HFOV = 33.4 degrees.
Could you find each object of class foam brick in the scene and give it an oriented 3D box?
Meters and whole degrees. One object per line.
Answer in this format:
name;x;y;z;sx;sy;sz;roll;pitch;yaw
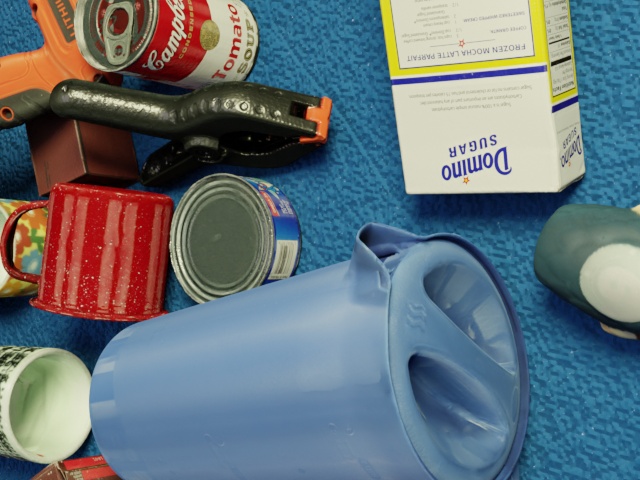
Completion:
foam brick;-0.171;-0.073;0.758;0.053;0.051;0.078;-21;77;34

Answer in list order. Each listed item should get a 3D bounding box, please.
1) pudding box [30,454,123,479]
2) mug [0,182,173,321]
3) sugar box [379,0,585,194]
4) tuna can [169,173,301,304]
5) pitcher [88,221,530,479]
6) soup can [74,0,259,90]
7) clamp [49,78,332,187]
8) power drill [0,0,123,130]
pudding box;-0.171;0.184;0.728;0.114;0.089;0.039;-37;66;30
mug;-0.154;0.005;0.709;0.117;0.093;0.081;7;93;0
sugar box;0.081;-0.113;0.557;0.093;0.048;0.176;2;110;36
tuna can;-0.054;0.001;0.684;0.086;0.033;0.086;-1;88;36
pitcher;-0.011;0.092;0.603;0.243;0.144;0.149;-14;68;38
soup can;-0.095;-0.132;0.673;0.069;0.102;0.068;-2;87;34
clamp;-0.071;-0.065;0.674;0.172;0.120;0.039;5;74;17
power drill;-0.239;-0.123;0.700;0.187;0.057;0.184;-27;88;0
